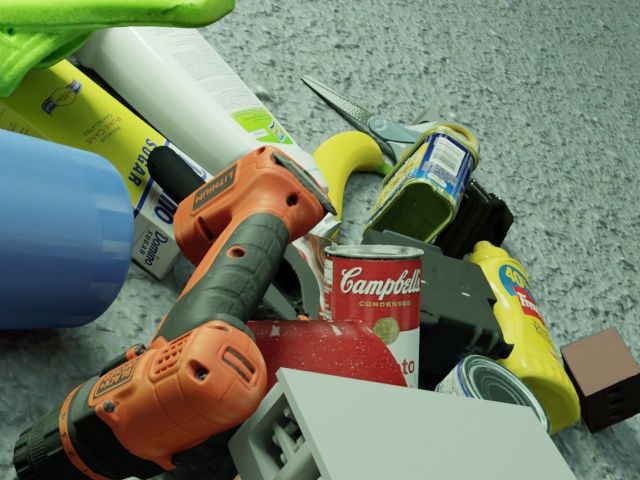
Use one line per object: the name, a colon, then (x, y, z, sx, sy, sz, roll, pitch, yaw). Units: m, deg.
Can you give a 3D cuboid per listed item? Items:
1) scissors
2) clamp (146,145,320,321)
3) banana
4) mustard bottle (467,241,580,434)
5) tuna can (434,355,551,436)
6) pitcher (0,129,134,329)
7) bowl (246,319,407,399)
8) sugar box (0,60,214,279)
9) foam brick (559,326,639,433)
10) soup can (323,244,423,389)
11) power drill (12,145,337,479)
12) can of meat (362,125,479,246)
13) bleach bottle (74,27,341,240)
scissors: (0.078, -0.122, 1.076, 0.202, 0.096, 0.016, 50, -10, 14)
clamp: (-0.055, 0.001, 0.740, 0.120, 0.039, 0.171, 7, 46, -38)
banana: (0.021, -0.059, 0.965, 0.069, 0.037, 0.197, 41, 32, 3)
mustard bottle: (0.164, 0.071, 0.929, 0.096, 0.058, 0.191, 40, 25, -37)
tuna can: (0.127, 0.126, 0.784, 0.086, 0.034, 0.086, 31, 26, -17)
pitcher: (-0.231, -0.018, 0.575, 0.242, 0.145, 0.149, 8, 73, -46)
bowl: (-0.020, 0.075, 0.637, 0.161, 0.162, 0.055, 4, 83, -44)
sugar box: (-0.157, -0.059, 0.771, 0.176, 0.048, 0.093, 36, 34, -3)
foam brick: (0.245, 0.121, 0.926, 0.078, 0.053, 0.051, 63, 5, -52)
soup can: (0.035, 0.056, 0.732, 0.068, 0.102, 0.068, 2, 5, 0)
power drill: (-0.075, 0.045, 0.569, 0.057, 0.185, 0.187, 44, 43, -22)
can of meat: (0.087, -0.038, 0.940, 0.057, 0.102, 0.083, 35, 42, -6)
bleach bottle: (-0.082, -0.092, 0.871, 0.251, 0.068, 0.102, 46, 32, 10)
